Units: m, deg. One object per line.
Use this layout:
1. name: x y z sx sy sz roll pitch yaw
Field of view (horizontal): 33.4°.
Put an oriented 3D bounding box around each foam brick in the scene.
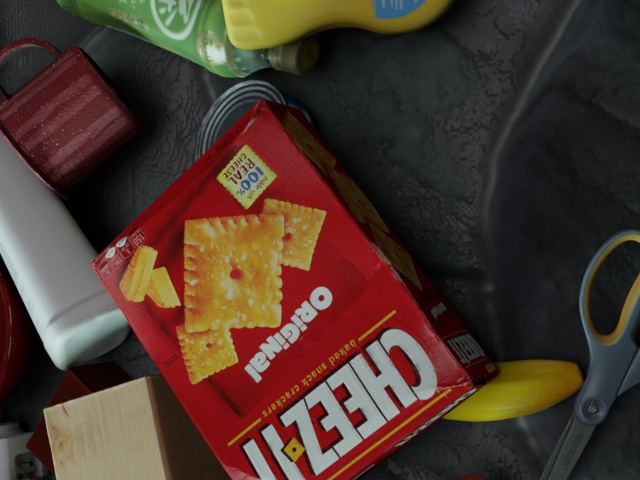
1. foam brick: -0.177 0.140 0.818 0.053 0.051 0.078 39 107 24

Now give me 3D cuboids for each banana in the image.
1. banana: 0.067 0.078 0.687 0.198 0.037 0.070 21 99 29

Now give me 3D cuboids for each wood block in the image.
1. wood block: -0.102 0.199 0.701 0.091 0.090 0.206 -20 77 25

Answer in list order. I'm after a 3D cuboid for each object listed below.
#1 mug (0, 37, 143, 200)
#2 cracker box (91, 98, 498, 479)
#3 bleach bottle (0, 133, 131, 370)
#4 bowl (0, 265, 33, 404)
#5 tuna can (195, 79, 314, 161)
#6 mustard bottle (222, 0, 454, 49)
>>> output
1. mug: -0.195 -0.100 0.798 0.081 0.093 0.117 -39 112 0
2. cracker box: -0.022 0.046 0.663 0.164 0.072 0.214 -41 75 18
3. bleach bottle: -0.233 -0.026 0.821 0.251 0.068 0.103 56 158 14
4. bowl: -0.286 0.079 0.875 0.162 0.055 0.162 -5 81 35
5. tuna can: -0.045 -0.066 0.746 0.086 0.033 0.086 -13 68 36
6. mustard bottle: 0.033 -0.178 0.675 0.191 0.058 0.096 -6 96 3
